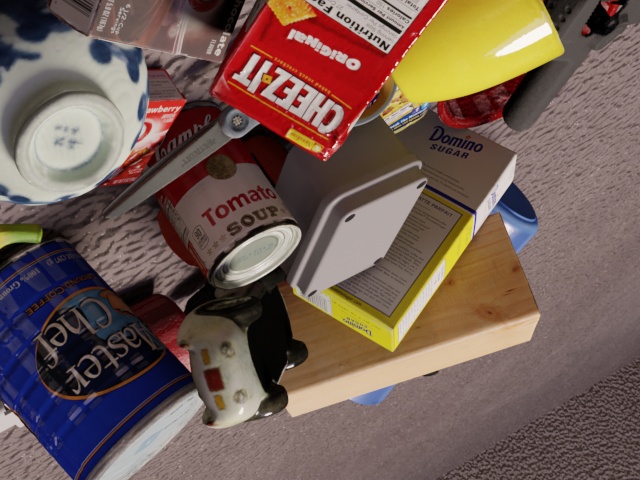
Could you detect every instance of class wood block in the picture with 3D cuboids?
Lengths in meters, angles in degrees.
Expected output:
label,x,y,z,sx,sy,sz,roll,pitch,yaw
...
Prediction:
label,x,y,z,sx,sy,sz,roll,pitch,yaw
wood block,0.057,0.061,0.848,0.206,0.090,0.091,-18,160,0

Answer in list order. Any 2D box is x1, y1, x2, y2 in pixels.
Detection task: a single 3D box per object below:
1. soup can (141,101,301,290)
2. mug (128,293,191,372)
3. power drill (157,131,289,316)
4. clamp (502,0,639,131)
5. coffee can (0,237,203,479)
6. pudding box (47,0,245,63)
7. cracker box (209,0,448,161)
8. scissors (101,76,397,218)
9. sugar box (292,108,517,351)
label,x,y,z,sx,sy,sz,roll,pitch,yaw
soup can,-0.066,-0.028,0.677,0.068,0.102,0.068,-29,158,-13
mug,-0.151,0.095,0.856,0.081,0.093,0.117,-28,-170,-29
power drill,-0.055,0.001,0.823,0.184,0.057,0.187,-39,162,2
clamp,0.191,-0.153,0.710,0.164,0.036,0.210,-36,165,1
coffee can,-0.157,0.082,0.697,0.102,0.140,0.103,-43,169,-10
pudding box,-0.063,-0.142,0.478,0.089,0.039,0.114,0,121,-55
cracker box,0.045,-0.162,0.481,0.214,0.072,0.164,-51,-166,34
scissors,-0.032,-0.066,0.643,0.202,0.096,0.016,-52,-162,-2
sugar box,0.064,-0.013,0.801,0.176,0.093,0.048,-51,159,-24
